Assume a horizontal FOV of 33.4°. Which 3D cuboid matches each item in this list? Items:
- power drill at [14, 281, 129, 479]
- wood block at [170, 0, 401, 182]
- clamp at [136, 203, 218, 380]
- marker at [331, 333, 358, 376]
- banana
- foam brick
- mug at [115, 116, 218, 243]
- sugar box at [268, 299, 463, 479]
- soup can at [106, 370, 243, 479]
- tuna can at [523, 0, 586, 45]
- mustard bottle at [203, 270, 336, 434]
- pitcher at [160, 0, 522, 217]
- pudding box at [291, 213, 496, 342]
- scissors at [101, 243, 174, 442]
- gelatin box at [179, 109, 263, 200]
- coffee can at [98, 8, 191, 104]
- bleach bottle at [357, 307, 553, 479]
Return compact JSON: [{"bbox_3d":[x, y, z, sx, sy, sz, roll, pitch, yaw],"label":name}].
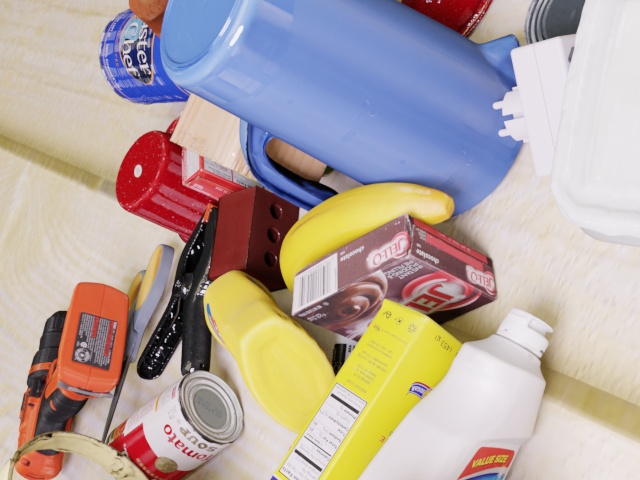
[{"bbox_3d":[-0.237,0.116,1.017,0.188,0.057,0.184,129,148,-48],"label":"power drill"},{"bbox_3d":[-0.020,-0.146,0.823,0.090,0.090,0.206,27,93,49],"label":"wood block"},{"bbox_3d":[-0.108,0.051,0.945,0.120,0.039,0.171,11,81,56],"label":"clamp"},{"bbox_3d":[0.013,0.122,0.784,0.020,0.020,0.121,-13,61,45],"label":"marker"},{"bbox_3d":[0.018,-0.001,0.766,0.198,0.069,0.037,-43,24,53],"label":"banana"},{"bbox_3d":[-0.056,0.001,0.903,0.051,0.052,0.078,-18,58,43],"label":"foam brick"},{"bbox_3d":[-0.134,-0.064,1.005,0.093,0.081,0.117,21,87,52],"label":"mug"},{"bbox_3d":[0.031,0.133,0.672,0.048,0.093,0.176,23,80,47],"label":"sugar box"},{"bbox_3d":[-0.120,0.159,0.879,0.102,0.068,0.068,-38,45,30],"label":"soup can"},{"bbox_3d":[0.183,-0.150,0.722,0.086,0.033,0.086,-26,52,39],"label":"tuna can"},{"bbox_3d":[-0.047,0.072,0.814,0.058,0.096,0.192,-37,22,-6],"label":"mustard bottle"},{"bbox_3d":[0.011,-0.104,0.728,0.145,0.242,0.149,2,74,52],"label":"pitcher"},{"bbox_3d":[0.049,0.032,0.733,0.114,0.089,0.039,-27,50,39],"label":"pudding box"},{"bbox_3d":[-0.181,0.098,0.999,0.096,0.016,0.201,-20,48,63],"label":"scissors"},{"bbox_3d":[-0.090,-0.077,0.969,0.030,0.073,0.089,-35,48,34],"label":"gelatin box"},{"bbox_3d":[-0.144,-0.189,1.070,0.141,0.102,0.103,7,75,51],"label":"coffee can"},{"bbox_3d":[0.060,0.150,0.630,0.068,0.102,0.251,25,81,41],"label":"bleach bottle"}]
